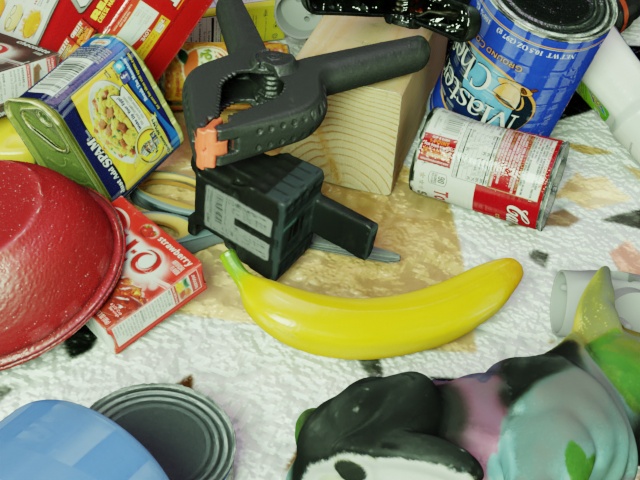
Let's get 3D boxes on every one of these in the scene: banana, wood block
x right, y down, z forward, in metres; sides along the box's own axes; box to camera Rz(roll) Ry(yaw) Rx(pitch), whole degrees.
[{"bbox_3d":[0.037,0.040,0.663,0.197,0.037,0.069,3,76,-13],"label":"banana"},{"bbox_3d":[0.042,-0.136,0.857,0.090,0.091,0.205,14,39,11],"label":"wood block"}]

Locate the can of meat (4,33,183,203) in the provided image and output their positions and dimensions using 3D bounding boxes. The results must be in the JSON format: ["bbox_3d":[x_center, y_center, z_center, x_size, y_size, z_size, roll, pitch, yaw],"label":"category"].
[{"bbox_3d":[-0.151,-0.078,0.729,0.058,0.102,0.083,11,49,42],"label":"can of meat"}]

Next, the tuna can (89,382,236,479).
[{"bbox_3d":[-0.088,0.117,0.564,0.086,0.034,0.086,4,38,-3],"label":"tuna can"}]

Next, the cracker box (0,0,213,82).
[{"bbox_3d":[-0.178,-0.201,0.839,0.072,0.164,0.214,29,10,-45],"label":"cracker box"}]

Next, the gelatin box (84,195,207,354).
[{"bbox_3d":[-0.127,0.019,0.673,0.073,0.030,0.089,-36,54,-23],"label":"gelatin box"}]

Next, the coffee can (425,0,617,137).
[{"bbox_3d":[0.150,-0.137,0.816,0.102,0.140,0.103,7,52,-10],"label":"coffee can"}]

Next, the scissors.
[{"bbox_3d":[-0.055,0.001,0.731,0.202,0.016,0.096,22,42,19],"label":"scissors"}]

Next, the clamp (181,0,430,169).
[{"bbox_3d":[-0.039,-0.112,0.715,0.165,0.036,0.209,20,39,21],"label":"clamp"}]

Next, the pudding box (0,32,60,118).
[{"bbox_3d":[-0.250,-0.117,0.736,0.114,0.039,0.089,24,36,29],"label":"pudding box"}]

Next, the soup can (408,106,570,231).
[{"bbox_3d":[0.123,-0.054,0.783,0.102,0.068,0.068,18,40,15],"label":"soup can"}]

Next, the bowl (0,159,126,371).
[{"bbox_3d":[-0.202,0.002,0.644,0.162,0.055,0.162,-7,47,7],"label":"bowl"}]

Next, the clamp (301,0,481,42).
[{"bbox_3d":[0.051,-0.172,0.761,0.120,0.039,0.171,16,17,0],"label":"clamp"}]
